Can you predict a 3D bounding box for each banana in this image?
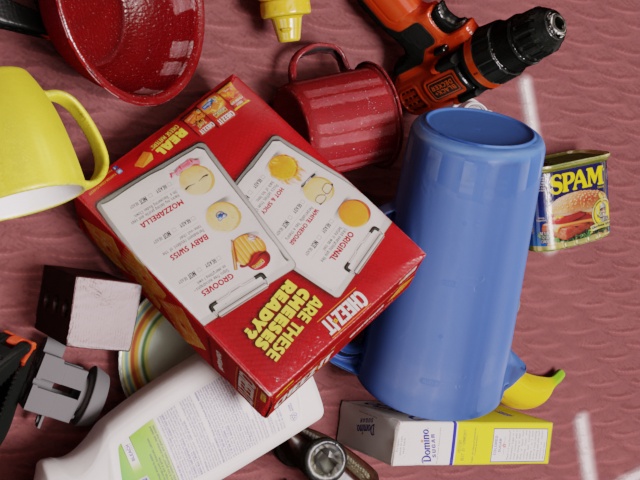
[{"bbox_3d":[0.165,0.112,1.032,0.197,0.037,0.069,39,49,-29],"label":"banana"}]

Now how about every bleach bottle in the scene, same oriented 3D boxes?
[{"bbox_3d":[-0.123,0.150,0.813,0.250,0.068,0.102,-25,94,-28],"label":"bleach bottle"}]

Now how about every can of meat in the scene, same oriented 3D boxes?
[{"bbox_3d":[0.235,-0.040,1.045,0.101,0.058,0.084,-12,103,-28],"label":"can of meat"}]

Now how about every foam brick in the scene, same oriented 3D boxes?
[{"bbox_3d":[-0.176,0.050,0.803,0.051,0.078,0.053,9,90,-32],"label":"foam brick"}]

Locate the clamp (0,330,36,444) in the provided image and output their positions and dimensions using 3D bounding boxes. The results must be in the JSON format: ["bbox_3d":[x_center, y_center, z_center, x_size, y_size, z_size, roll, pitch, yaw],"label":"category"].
[{"bbox_3d":[-0.266,0.162,0.759,0.036,0.164,0.209,21,59,13],"label":"clamp"}]

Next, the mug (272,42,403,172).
[{"bbox_3d":[0.008,-0.109,0.893,0.081,0.093,0.117,-14,87,-24],"label":"mug"}]

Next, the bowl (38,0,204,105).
[{"bbox_3d":[-0.155,-0.177,0.787,0.161,0.055,0.162,9,80,-57],"label":"bowl"}]

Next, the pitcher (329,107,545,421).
[{"bbox_3d":[0.099,0.017,0.888,0.148,0.145,0.243,-19,126,-43],"label":"pitcher"}]

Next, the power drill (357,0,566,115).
[{"bbox_3d":[0.091,-0.200,0.885,0.187,0.185,0.057,51,53,-14],"label":"power drill"}]

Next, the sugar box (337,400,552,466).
[{"bbox_3d":[0.114,0.174,0.972,0.175,0.093,0.048,9,89,-31],"label":"sugar box"}]

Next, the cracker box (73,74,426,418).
[{"bbox_3d":[-0.055,0.001,0.812,0.164,0.072,0.214,-41,76,-21],"label":"cracker box"}]
